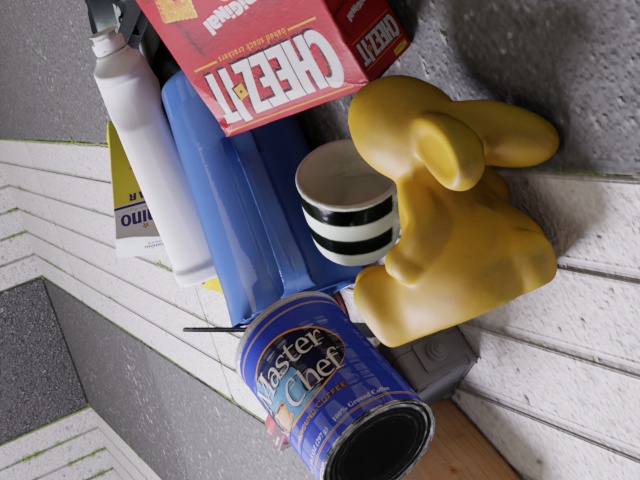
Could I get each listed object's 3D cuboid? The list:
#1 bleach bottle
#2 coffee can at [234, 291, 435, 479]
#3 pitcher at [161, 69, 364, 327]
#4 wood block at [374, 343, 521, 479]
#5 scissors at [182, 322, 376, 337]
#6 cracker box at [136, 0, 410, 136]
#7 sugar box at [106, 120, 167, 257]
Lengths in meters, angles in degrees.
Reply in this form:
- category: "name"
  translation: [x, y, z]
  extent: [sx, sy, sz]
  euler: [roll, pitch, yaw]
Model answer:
- category: "bleach bottle"
  translation: [-0.158, -0.085, 1.039]
  extent: [0.102, 0.068, 0.251]
  euler: [-105, -7, -68]
- category: "coffee can"
  translation: [0.009, 0.121, 0.845]
  extent: [0.140, 0.102, 0.103]
  euler: [47, 150, 42]
- category: "pitcher"
  translation: [-0.058, -0.051, 0.979]
  extent: [0.149, 0.144, 0.243]
  euler: [-27, 82, 42]
- category: "wood block"
  translation: [0.085, 0.193, 0.927]
  extent: [0.206, 0.090, 0.091]
  euler: [47, 151, 41]
- category: "scissors"
  translation: [-0.014, 0.079, 0.946]
  extent: [0.096, 0.201, 0.016]
  euler: [-6, 83, 44]
- category: "cracker box"
  translation: [-0.060, -0.193, 0.775]
  extent: [0.165, 0.072, 0.213]
  euler: [-13, 118, 45]
- category: "sugar box"
  translation: [-0.205, -0.066, 1.281]
  extent: [0.048, 0.093, 0.176]
  euler: [101, 161, -54]
